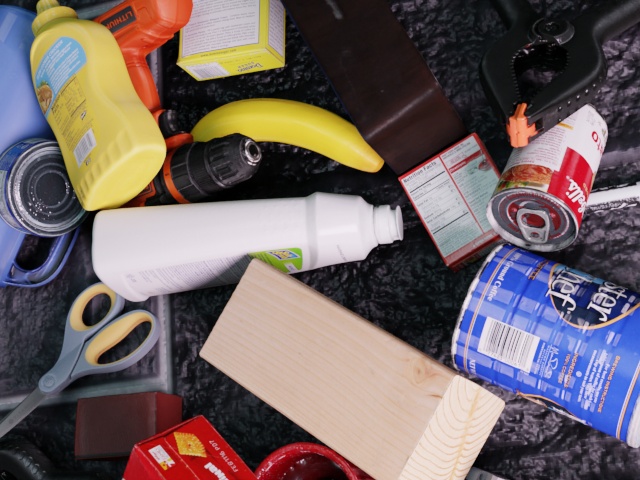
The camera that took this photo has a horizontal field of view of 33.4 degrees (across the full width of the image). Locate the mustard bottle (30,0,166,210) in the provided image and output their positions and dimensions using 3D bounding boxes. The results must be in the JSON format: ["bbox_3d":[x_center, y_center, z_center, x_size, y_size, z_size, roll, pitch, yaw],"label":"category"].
[{"bbox_3d":[-0.199,-0.127,0.901,0.096,0.058,0.192,-44,65,39],"label":"mustard bottle"}]

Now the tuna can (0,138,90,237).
[{"bbox_3d":[-0.241,-0.046,0.934,0.034,0.086,0.086,10,80,50],"label":"tuna can"}]

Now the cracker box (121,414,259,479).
[{"bbox_3d":[-0.086,0.258,0.782,0.164,0.071,0.214,43,131,24],"label":"cracker box"}]

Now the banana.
[{"bbox_3d":[-0.040,-0.090,0.929,0.198,0.037,0.069,-2,104,23],"label":"banana"}]

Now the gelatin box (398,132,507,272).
[{"bbox_3d":[0.115,-0.031,0.856,0.073,0.030,0.089,-32,68,12],"label":"gelatin box"}]

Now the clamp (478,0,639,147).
[{"bbox_3d":[0.187,-0.152,0.814,0.165,0.036,0.209,3,49,19],"label":"clamp"}]

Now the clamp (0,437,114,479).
[{"bbox_3d":[-0.231,0.227,0.910,0.172,0.039,0.120,15,112,37],"label":"clamp"}]

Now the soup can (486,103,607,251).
[{"bbox_3d":[0.171,-0.052,0.799,0.069,0.068,0.102,11,54,23],"label":"soup can"}]

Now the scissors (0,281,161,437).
[{"bbox_3d":[-0.237,0.107,0.943,0.201,0.016,0.096,-28,60,-2],"label":"scissors"}]

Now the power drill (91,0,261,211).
[{"bbox_3d":[-0.134,-0.118,0.920,0.185,0.057,0.187,-16,79,38],"label":"power drill"}]

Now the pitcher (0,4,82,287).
[{"bbox_3d":[-0.293,-0.082,0.982,0.145,0.149,0.243,19,81,39],"label":"pitcher"}]

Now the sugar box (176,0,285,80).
[{"bbox_3d":[-0.079,-0.240,0.974,0.093,0.048,0.176,-5,72,23],"label":"sugar box"}]

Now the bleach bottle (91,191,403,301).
[{"bbox_3d":[-0.056,0.001,0.887,0.251,0.102,0.068,-6,72,13],"label":"bleach bottle"}]

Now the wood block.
[{"bbox_3d":[0.020,0.103,0.801,0.206,0.090,0.091,28,87,38],"label":"wood block"}]

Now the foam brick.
[{"bbox_3d":[-0.161,0.158,0.903,0.078,0.053,0.051,-8,74,18],"label":"foam brick"}]

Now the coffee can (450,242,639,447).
[{"bbox_3d":[0.179,0.073,0.765,0.140,0.102,0.103,22,85,24],"label":"coffee can"}]

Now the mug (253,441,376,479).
[{"bbox_3d":[0.012,0.200,0.810,0.117,0.081,0.093,-17,71,17],"label":"mug"}]
